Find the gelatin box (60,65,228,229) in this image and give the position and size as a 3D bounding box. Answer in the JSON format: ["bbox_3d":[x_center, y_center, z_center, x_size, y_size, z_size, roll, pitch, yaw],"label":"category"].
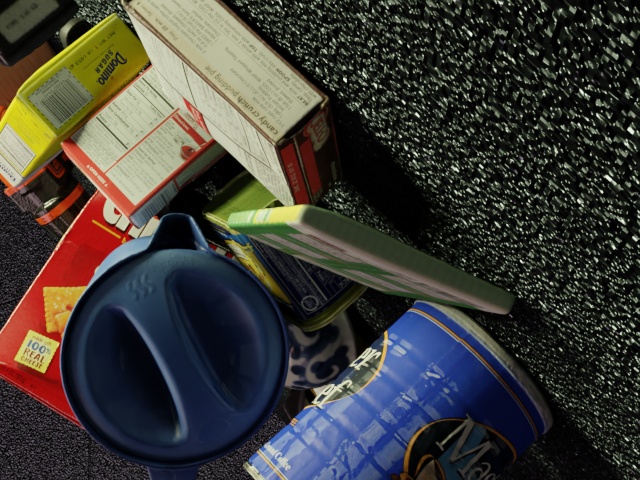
[{"bbox_3d":[-0.113,-0.064,0.705,0.073,0.089,0.030,45,170,16],"label":"gelatin box"}]

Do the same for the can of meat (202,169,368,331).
[{"bbox_3d":[-0.025,0.002,0.688,0.084,0.057,0.102,53,168,-21],"label":"can of meat"}]

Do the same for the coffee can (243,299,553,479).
[{"bbox_3d":[0.043,0.113,0.590,0.103,0.140,0.103,46,169,11],"label":"coffee can"}]

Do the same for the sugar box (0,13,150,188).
[{"bbox_3d":[-0.189,-0.096,0.782,0.048,0.093,0.176,48,157,-8],"label":"sugar box"}]

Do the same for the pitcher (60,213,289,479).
[{"bbox_3d":[-0.107,0.069,0.733,0.145,0.149,0.243,45,176,-11],"label":"pitcher"}]

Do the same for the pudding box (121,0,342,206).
[{"bbox_3d":[-0.040,-0.074,0.528,0.113,0.039,0.090,42,169,17],"label":"pudding box"}]

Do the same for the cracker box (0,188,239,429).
[{"bbox_3d":[-0.165,0.062,0.935,0.164,0.213,0.072,32,168,0],"label":"cracker box"}]

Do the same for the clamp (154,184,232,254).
[{"bbox_3d":[-0.105,-0.023,0.834,0.120,0.039,0.172,42,165,-35],"label":"clamp"}]

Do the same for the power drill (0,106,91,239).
[{"bbox_3d":[-0.246,-0.077,1.043,0.184,0.057,0.187,52,-162,-21],"label":"power drill"}]
